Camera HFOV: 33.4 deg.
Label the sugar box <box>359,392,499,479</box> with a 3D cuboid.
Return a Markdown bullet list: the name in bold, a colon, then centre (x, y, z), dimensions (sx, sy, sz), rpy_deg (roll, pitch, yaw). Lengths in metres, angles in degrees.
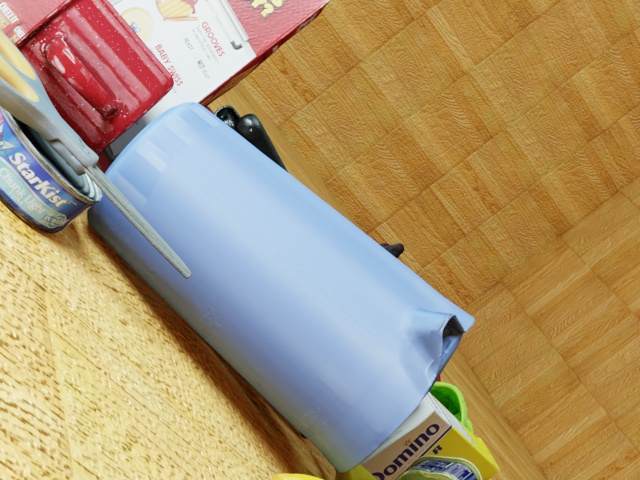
- **sugar box**: centre (0.083, 0.186, 0.919), dimensions (0.048, 0.093, 0.176), rpy_deg (56, 7, 35)

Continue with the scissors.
- **scissors**: centre (-0.145, -0.062, 0.608), dimensions (0.201, 0.016, 0.096), rpy_deg (48, 7, -37)

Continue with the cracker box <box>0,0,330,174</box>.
- **cracker box**: centre (-0.127, -0.166, 0.763), dimensions (0.164, 0.213, 0.072), rpy_deg (51, -6, -6)

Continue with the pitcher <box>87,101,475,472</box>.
- **pitcher**: centre (-0.034, 0.030, 0.704), dimensions (0.243, 0.149, 0.145), rpy_deg (41, 8, 1)

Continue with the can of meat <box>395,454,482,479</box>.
- **can of meat**: centre (0.080, 0.207, 0.752), dimensions (0.084, 0.057, 0.102), rpy_deg (24, 70, -74)

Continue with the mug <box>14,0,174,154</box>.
- **mug**: centre (-0.146, -0.103, 0.668), dimensions (0.081, 0.093, 0.117), rpy_deg (49, -2, -13)

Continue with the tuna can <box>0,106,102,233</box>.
- **tuna can**: centre (-0.166, -0.046, 0.613), dimensions (0.086, 0.034, 0.086), rpy_deg (52, 5, -7)
